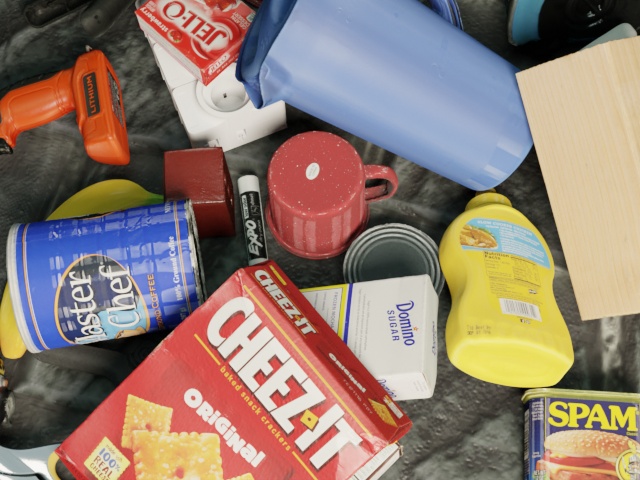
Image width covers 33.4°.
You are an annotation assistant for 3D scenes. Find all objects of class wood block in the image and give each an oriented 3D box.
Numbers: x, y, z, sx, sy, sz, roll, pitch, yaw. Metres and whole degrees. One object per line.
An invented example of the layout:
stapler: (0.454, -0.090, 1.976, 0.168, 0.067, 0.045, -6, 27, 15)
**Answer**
wood block: (0.241, -0.051, 0.852, 0.090, 0.091, 0.206, -17, 92, -42)

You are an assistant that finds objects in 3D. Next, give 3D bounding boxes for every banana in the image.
banana: (-0.218, 0.010, 0.919, 0.070, 0.037, 0.197, 39, 74, 15)

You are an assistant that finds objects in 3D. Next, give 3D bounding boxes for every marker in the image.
marker: (-0.056, 0.001, 0.929, 0.020, 0.020, 0.121, -8, 69, -2)

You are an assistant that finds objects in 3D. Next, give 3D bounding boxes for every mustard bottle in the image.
mustard bottle: (0.145, 0.026, 0.873, 0.096, 0.058, 0.191, 11, 45, -11)

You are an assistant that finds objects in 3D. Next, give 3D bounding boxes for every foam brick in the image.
foam brick: (-0.103, -0.040, 0.914, 0.051, 0.078, 0.053, -4, 69, 1)

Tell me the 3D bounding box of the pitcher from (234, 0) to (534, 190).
pitcher: (0.065, -0.148, 0.886, 0.242, 0.149, 0.145, 26, 26, -19)

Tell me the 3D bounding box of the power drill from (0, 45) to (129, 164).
power drill: (-0.267, -0.086, 0.939, 0.187, 0.057, 0.184, -12, 67, 2)

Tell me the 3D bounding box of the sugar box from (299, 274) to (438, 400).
sugar box: (0.003, 0.083, 0.845, 0.176, 0.048, 0.093, -5, 51, 17)

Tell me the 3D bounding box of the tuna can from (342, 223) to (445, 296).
tuna can: (0.062, 0.031, 0.907, 0.086, 0.034, 0.086, 0, 69, 1)

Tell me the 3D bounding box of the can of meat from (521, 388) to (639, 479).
can of meat: (0.210, 0.164, 0.840, 0.102, 0.057, 0.084, 3, 72, 3)

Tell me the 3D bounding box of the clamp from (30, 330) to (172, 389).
clamp: (-0.155, 0.102, 0.881, 0.120, 0.039, 0.171, -37, 69, -13)

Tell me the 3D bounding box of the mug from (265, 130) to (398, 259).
mug: (0.009, -0.042, 0.910, 0.117, 0.081, 0.093, -7, 69, -1)

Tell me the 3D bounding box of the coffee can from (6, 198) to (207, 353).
coffee can: (-0.165, 0.027, 0.841, 0.140, 0.103, 0.103, -9, 69, -4)

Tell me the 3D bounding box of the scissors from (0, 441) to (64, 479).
scissors: (-0.242, 0.154, 0.829, 0.096, 0.016, 0.201, -40, 102, -28)

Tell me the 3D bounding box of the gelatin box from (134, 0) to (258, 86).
gelatin box: (-0.104, -0.189, 0.929, 0.089, 0.030, 0.073, 42, 76, 16)

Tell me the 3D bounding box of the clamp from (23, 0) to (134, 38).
clamp: (-0.164, -0.248, 0.974, 0.210, 0.036, 0.165, -37, 32, -13)

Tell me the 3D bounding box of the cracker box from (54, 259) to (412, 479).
cracker box: (-0.068, 0.145, 0.787, 0.214, 0.072, 0.164, -44, 80, 17)
